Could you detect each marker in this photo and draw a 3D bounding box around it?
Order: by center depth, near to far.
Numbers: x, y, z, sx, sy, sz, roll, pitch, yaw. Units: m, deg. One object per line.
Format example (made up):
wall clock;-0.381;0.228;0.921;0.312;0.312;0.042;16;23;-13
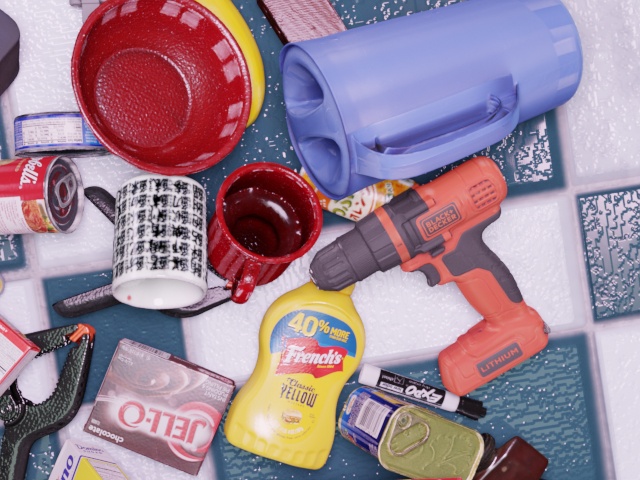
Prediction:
marker;0.095;0.140;0.980;0.121;0.020;0.020;18;91;-2

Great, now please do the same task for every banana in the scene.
banana;-0.098;-0.182;0.959;0.069;0.037;0.198;-24;92;-2

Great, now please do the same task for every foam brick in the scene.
foam brick;-0.017;-0.199;0.952;0.051;0.053;0.078;-33;92;0

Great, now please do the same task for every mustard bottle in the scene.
mustard bottle;-0.012;0.102;0.957;0.096;0.058;0.191;20;90;-10

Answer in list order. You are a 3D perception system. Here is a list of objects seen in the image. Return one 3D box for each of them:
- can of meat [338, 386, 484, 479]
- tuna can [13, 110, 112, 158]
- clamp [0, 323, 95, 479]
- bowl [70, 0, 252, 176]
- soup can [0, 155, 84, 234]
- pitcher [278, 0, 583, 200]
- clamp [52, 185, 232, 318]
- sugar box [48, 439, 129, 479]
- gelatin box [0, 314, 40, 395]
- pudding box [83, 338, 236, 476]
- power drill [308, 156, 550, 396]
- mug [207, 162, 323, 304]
can of meat;0.076;0.170;0.932;0.102;0.084;0.057;24;87;-27
tuna can;-0.225;-0.092;0.934;0.086;0.086;0.034;-3;90;-1
clamp;-0.275;0.162;0.962;0.210;0.036;0.164;-40;87;-2
bowl;-0.141;-0.129;0.909;0.161;0.055;0.162;6;79;-29
soup can;-0.267;-0.038;0.932;0.102;0.068;0.068;-2;92;15
pitcher;0.099;-0.127;0.891;0.242;0.145;0.149;-20;81;-17
clamp;-0.154;0.033;0.961;0.171;0.039;0.120;21;87;0
sugar box;-0.190;0.244;0.901;0.048;0.176;0.093;23;89;-35
gelatin box;-0.304;0.106;0.937;0.073;0.030;0.089;38;85;10
pudding box;-0.144;0.149;0.965;0.113;0.039;0.090;23;91;-2
power drill;0.104;0.042;0.930;0.184;0.057;0.187;-29;114;1
mug;-0.056;0.001;0.925;0.093;0.082;0.117;16;64;-12
